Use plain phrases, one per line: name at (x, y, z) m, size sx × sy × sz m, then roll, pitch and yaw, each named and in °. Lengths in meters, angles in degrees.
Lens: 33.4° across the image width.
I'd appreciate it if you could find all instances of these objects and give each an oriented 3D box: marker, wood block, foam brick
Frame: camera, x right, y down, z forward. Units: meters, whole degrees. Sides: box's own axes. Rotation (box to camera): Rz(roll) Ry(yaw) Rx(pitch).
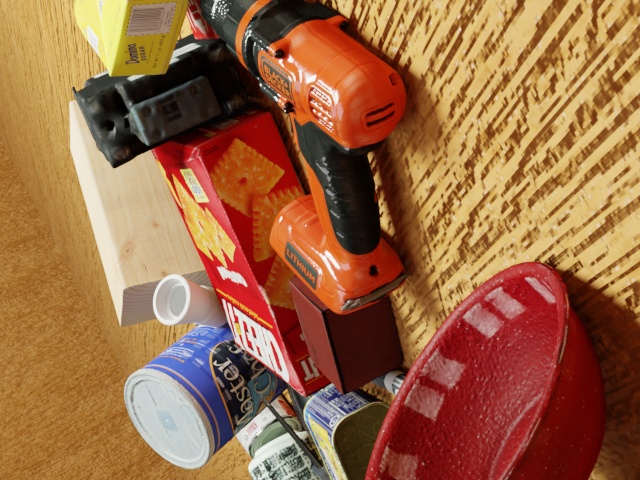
marker at (0.065, 0.106, 0.744) m, size 0.121 × 0.020 × 0.020 m, roll 18°, pitch 133°, yaw 66°
wood block at (-0.176, -0.035, 1.038) m, size 0.091 × 0.090 × 0.206 m, roll 114°, pitch 140°, yaw -60°
foam brick at (0.018, 0.058, 0.756) m, size 0.053 × 0.051 × 0.078 m, roll 42°, pitch 153°, yaw 51°

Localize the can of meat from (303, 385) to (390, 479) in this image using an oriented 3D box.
can of meat at (0.034, 0.173, 0.873) m, size 0.102 × 0.057 × 0.084 m, roll 68°, pitch 165°, yaw -13°

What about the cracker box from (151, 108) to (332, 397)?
cracker box at (-0.056, 0.001, 0.852) m, size 0.164 × 0.072 × 0.213 m, roll 24°, pitch 139°, yaw 65°

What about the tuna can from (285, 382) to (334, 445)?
tuna can at (0.004, 0.152, 0.964) m, size 0.086 × 0.033 × 0.086 m, roll 54°, pitch 161°, yaw 28°

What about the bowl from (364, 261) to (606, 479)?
bowl at (0.085, 0.092, 0.509) m, size 0.055 × 0.162 × 0.162 m, roll 31°, pitch 167°, yaw -12°

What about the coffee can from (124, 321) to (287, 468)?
coffee can at (-0.095, 0.128, 0.985) m, size 0.103 × 0.140 × 0.103 m, roll 22°, pitch 130°, yaw 29°

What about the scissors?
scissors at (0.014, 0.226, 0.970) m, size 0.201 × 0.016 × 0.096 m, roll 53°, pitch 180°, yaw -37°

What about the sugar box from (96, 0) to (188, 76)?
sugar box at (-0.130, -0.208, 0.705) m, size 0.093 × 0.048 × 0.176 m, roll 128°, pitch 130°, yaw -61°

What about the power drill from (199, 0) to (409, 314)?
power drill at (-0.010, -0.060, 0.653) m, size 0.185 × 0.057 × 0.187 m, roll 46°, pitch 156°, yaw 44°

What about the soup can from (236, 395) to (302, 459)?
soup can at (-0.073, 0.187, 1.183) m, size 0.102 × 0.068 × 0.068 m, roll 47°, pitch 157°, yaw 40°
